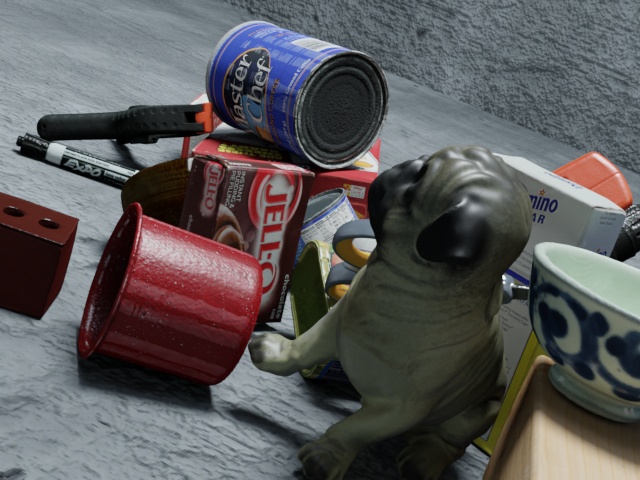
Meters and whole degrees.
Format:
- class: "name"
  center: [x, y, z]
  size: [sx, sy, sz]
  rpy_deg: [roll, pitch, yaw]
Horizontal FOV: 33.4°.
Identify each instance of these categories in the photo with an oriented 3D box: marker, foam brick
- class: "marker"
  center: [-0.209, -0.068, 0.941]
  size: [0.121, 0.020, 0.020]
  rpy_deg: [19, 15, -7]
- class: "foam brick"
  center: [-0.193, 0.005, 0.646]
  size: [0.078, 0.051, 0.053]
  rpy_deg: [19, 16, -7]

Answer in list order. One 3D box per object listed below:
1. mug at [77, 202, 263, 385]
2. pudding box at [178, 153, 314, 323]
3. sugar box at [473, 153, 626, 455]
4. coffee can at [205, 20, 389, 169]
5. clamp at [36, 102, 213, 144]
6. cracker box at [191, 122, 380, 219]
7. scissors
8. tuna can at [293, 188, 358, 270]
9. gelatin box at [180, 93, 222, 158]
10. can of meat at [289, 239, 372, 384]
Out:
- class: "mug"
  center: [-0.090, 0.038, 0.627]
  size: [0.081, 0.093, 0.117]
  rpy_deg: [21, -22, -20]
- class: "pudding box"
  center: [-0.055, 0.001, 0.723]
  size: [0.039, 0.113, 0.089]
  rpy_deg: [23, 14, 37]
- class: "sugar box"
  center: [0.125, 0.041, 0.701]
  size: [0.048, 0.176, 0.093]
  rpy_deg: [7, 21, -42]
- class: "coffee can"
  center: [-0.022, -0.131, 0.945]
  size: [0.102, 0.103, 0.140]
  rpy_deg: [7, 14, -41]
- class: "clamp"
  center: [-0.167, -0.109, 1.012]
  size: [0.172, 0.039, 0.120]
  rpy_deg: [1, 8, 23]
- class: "cracker box"
  center: [-0.029, -0.060, 1.015]
  size: [0.164, 0.072, 0.213]
  rpy_deg: [9, 16, 1]
- class: "scissors"
  center: [0.093, 0.018, 0.628]
  size: [0.202, 0.016, 0.096]
  rpy_deg: [-2, -35, 22]
- class: "tuna can"
  center: [-0.011, -0.008, 0.871]
  size: [0.034, 0.086, 0.086]
  rpy_deg: [62, 10, -12]
- class: "gelatin box"
  center: [-0.118, -0.106, 1.082]
  size: [0.030, 0.073, 0.089]
  rpy_deg: [11, 15, 0]
- class: "can of meat"
  center: [0.029, 0.052, 0.723]
  size: [0.083, 0.058, 0.102]
  rpy_deg: [12, 44, -23]
